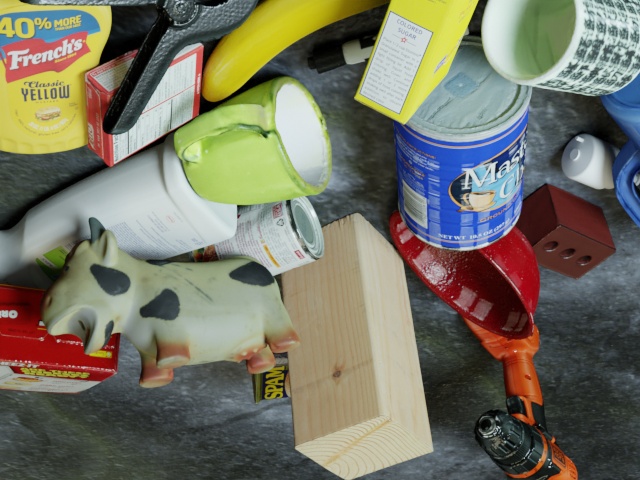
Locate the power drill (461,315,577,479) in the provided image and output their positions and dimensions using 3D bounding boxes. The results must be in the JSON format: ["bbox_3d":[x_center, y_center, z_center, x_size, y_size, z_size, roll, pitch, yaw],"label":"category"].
[{"bbox_3d":[0.191,0.153,1.073,0.057,0.187,0.184,-22,142,22],"label":"power drill"}]

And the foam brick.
[{"bbox_3d":[0.220,-0.008,0.975,0.078,0.051,0.053,20,136,-30],"label":"foam brick"}]

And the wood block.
[{"bbox_3d":[0.028,0.092,0.951,0.091,0.206,0.090,-24,140,23],"label":"wood block"}]

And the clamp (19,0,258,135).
[{"bbox_3d":[-0.105,-0.159,0.687,0.171,0.039,0.120,-42,136,-4],"label":"clamp"}]

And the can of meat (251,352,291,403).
[{"bbox_3d":[-0.029,0.124,1.113,0.084,0.057,0.102,-4,144,-7],"label":"can of meat"}]

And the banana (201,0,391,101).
[{"bbox_3d":[-0.012,-0.153,0.758,0.198,0.037,0.069,-21,141,19],"label":"banana"}]

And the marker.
[{"bbox_3d":[0.049,-0.146,0.791,0.121,0.020,0.020,-13,143,10],"label":"marker"}]

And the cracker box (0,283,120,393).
[{"bbox_3d":[-0.278,0.090,0.960,0.164,0.072,0.214,8,164,-19],"label":"cracker box"}]

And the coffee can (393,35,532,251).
[{"bbox_3d":[0.108,-0.073,0.828,0.103,0.103,0.140,-8,144,2],"label":"coffee can"}]

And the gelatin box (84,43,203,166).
[{"bbox_3d":[-0.128,-0.105,0.775,0.089,0.030,0.073,-35,155,-30],"label":"gelatin box"}]

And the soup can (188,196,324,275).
[{"bbox_3d":[-0.056,0.001,0.933,0.102,0.068,0.068,-20,141,17],"label":"soup can"}]

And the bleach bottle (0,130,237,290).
[{"bbox_3d":[-0.201,-0.008,0.906,0.251,0.068,0.102,-18,142,19],"label":"bleach bottle"}]

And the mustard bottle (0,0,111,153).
[{"bbox_3d":[-0.192,-0.142,0.728,0.096,0.058,0.192,-6,144,-16],"label":"mustard bottle"}]

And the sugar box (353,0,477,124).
[{"bbox_3d":[0.081,-0.169,0.677,0.048,0.093,0.176,30,131,7],"label":"sugar box"}]

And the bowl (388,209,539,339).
[{"bbox_3d":[0.139,0.014,0.946,0.055,0.162,0.162,-46,145,-16],"label":"bowl"}]
